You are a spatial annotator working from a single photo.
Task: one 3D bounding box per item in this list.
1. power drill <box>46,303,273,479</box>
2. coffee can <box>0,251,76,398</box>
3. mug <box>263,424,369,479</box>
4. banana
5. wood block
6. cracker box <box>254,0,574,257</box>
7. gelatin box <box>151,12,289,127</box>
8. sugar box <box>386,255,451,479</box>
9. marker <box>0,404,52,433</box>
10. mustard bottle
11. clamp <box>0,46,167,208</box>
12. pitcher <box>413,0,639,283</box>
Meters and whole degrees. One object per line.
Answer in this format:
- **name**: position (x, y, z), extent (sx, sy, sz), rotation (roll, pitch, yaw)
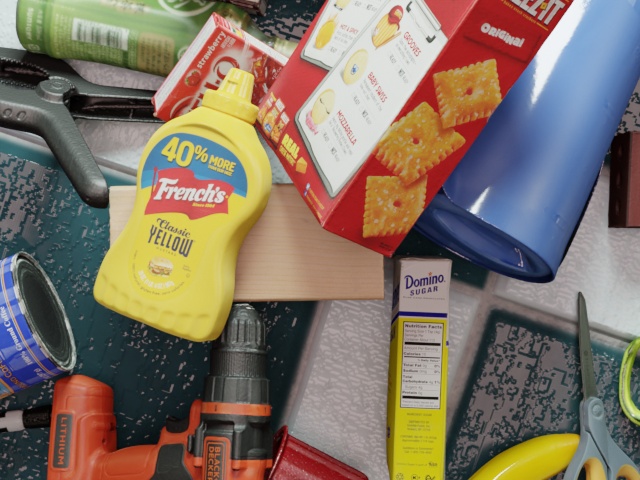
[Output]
- **power drill**: position (-0.122, 0.142, 0.819), extent (0.188, 0.057, 0.184), rotation (-4, 77, 31)
- **coffee can**: position (-0.279, 0.082, 0.841), extent (0.140, 0.103, 0.103), rotation (-23, 91, 1)
- **mug**: position (-0.012, 0.205, 0.834), extent (0.081, 0.117, 0.093), rotation (28, 80, -5)
- **banana**: position (0.136, 0.220, 0.849), extent (0.069, 0.037, 0.197), rotation (37, 70, 2)
- **wood block**: position (-0.056, 0.001, 0.842), extent (0.206, 0.090, 0.091), rotation (-1, 91, 1)
- **cracker box**: position (0.055, -0.121, 0.730), extent (0.072, 0.164, 0.214), rotation (24, 110, -33)
- **gelatin box**: position (-0.074, -0.116, 0.811), extent (0.073, 0.030, 0.089), rotation (28, 113, -29)
- **sugar box**: position (0.076, 0.100, 0.840), extent (0.048, 0.093, 0.176), rotation (0, 90, 1)
- **marker**: position (-0.276, 0.153, 0.884), extent (0.121, 0.020, 0.020), rotation (-8, 91, 1)
- **mustard bottle**: position (-0.088, -0.031, 0.766), extent (0.096, 0.058, 0.191), rotation (20, 92, 14)
- **clamp**: position (-0.199, -0.110, 0.845), extent (0.210, 0.164, 0.036), rotation (29, 129, 18)
- **pitcher**: position (0.170, -0.094, 0.813), extent (0.145, 0.149, 0.243), rotation (28, 80, 3)
